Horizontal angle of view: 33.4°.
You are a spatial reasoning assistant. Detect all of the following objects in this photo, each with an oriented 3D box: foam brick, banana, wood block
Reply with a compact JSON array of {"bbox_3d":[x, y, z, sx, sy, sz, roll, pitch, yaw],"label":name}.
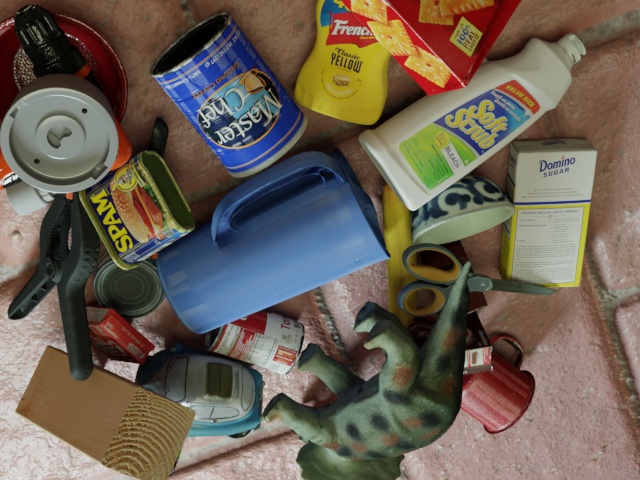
[{"bbox_3d":[0.158,0.047,1.267,0.053,0.051,0.078,-24,118,8],"label":"foam brick"},{"bbox_3d":[0.093,0.023,1.239,0.037,0.069,0.198,-3,106,6],"label":"banana"},{"bbox_3d":[-0.246,0.195,1.205,0.090,0.206,0.091,32,77,-40],"label":"wood block"}]

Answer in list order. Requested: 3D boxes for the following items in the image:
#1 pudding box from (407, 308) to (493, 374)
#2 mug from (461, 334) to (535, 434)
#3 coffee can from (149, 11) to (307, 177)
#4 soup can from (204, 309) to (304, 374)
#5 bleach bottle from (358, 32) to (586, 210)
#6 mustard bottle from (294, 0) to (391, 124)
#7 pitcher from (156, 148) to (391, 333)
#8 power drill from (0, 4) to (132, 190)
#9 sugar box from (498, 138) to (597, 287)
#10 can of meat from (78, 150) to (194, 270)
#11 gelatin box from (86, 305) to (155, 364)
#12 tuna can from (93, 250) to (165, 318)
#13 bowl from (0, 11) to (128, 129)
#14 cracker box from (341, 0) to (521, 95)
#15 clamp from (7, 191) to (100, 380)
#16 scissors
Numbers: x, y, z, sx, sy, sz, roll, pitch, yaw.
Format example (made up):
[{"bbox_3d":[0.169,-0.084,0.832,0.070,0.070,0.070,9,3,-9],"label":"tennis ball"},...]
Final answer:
[{"bbox_3d":[0.149,0.118,1.270,0.090,0.113,0.039,-10,118,-1],"label":"pudding box"},{"bbox_3d":[0.211,0.170,1.325,0.081,0.093,0.117,36,78,-16],"label":"mug"},{"bbox_3d":[-0.094,-0.151,1.110,0.103,0.103,0.140,-32,116,12],"label":"coffee can"},{"bbox_3d":[-0.078,0.114,1.272,0.102,0.068,0.069,21,114,-16],"label":"soup can"},{"bbox_3d":[0.170,-0.143,1.140,0.251,0.068,0.102,-36,115,1],"label":"bleach bottle"},{"bbox_3d":[0.040,-0.222,1.108,0.096,0.058,0.192,19,115,6],"label":"mustard bottle"},{"bbox_3d":[-0.058,0.001,1.172,0.243,0.145,0.149,-26,97,7],"label":"pitcher"},{"bbox_3d":[-0.307,-0.123,1.067,0.188,0.057,0.184,-24,117,8],"label":"power drill"},{"bbox_3d":[0.262,-0.031,1.240,0.093,0.048,0.176,-1,115,-5],"label":"sugar box"},{"bbox_3d":[-0.192,-0.034,1.128,0.084,0.057,0.102,-30,87,19],"label":"can of meat"},{"bbox_3d":[-0.244,0.111,1.246,0.073,0.089,0.030,47,64,-25],"label":"gelatin box"},{"bbox_3d":[-0.221,0.048,1.243,0.086,0.034,0.086,-2,118,-4],"label":"tuna can"},{"bbox_3d":[-0.279,-0.166,1.111,0.162,0.055,0.162,-2,118,-4],"label":"bowl"},{"bbox_3d":[0.097,-0.274,1.035,0.213,0.072,0.164,43,68,-24],"label":"cracker box"},{"bbox_3d":[-0.293,0.032,1.191,0.036,0.165,0.210,-3,108,-46],"label":"clamp"},{"bbox_3d":[0.172,0.064,1.233,0.201,0.016,0.096,23,103,-23],"label":"scissors"}]
